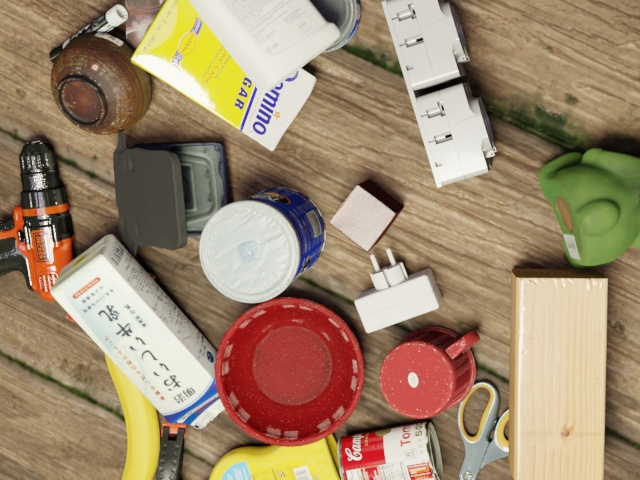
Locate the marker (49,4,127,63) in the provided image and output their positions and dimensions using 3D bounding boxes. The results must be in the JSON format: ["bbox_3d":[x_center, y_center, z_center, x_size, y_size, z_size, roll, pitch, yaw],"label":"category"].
[{"bbox_3d":[-0.256,-0.223,1.167,0.121,0.020,0.020,-23,94,36],"label":"marker"}]

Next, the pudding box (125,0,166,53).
[{"bbox_3d":[-0.153,-0.236,1.152,0.113,0.039,0.090,3,100,12],"label":"pudding box"}]

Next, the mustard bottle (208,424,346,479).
[{"bbox_3d":[-0.067,0.277,1.204,0.192,0.058,0.096,-20,98,14],"label":"mustard bottle"}]

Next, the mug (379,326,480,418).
[{"bbox_3d":[0.119,0.134,1.123,0.117,0.081,0.093,-38,80,17],"label":"mug"}]

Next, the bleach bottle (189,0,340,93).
[{"bbox_3d":[-0.095,-0.274,1.057,0.102,0.068,0.251,-39,96,-19],"label":"bleach bottle"}]

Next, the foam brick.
[{"bbox_3d":[0.050,-0.027,1.123,0.051,0.078,0.053,37,102,5],"label":"foam brick"}]

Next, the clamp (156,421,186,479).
[{"bbox_3d":[-0.176,0.295,1.222,0.039,0.120,0.171,10,79,-9],"label":"clamp"}]

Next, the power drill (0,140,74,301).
[{"bbox_3d":[-0.376,-0.016,1.224,0.188,0.057,0.184,-5,98,13],"label":"power drill"}]

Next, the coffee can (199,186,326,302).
[{"bbox_3d":[-0.057,0.001,1.117,0.103,0.140,0.103,2,99,11],"label":"coffee can"}]

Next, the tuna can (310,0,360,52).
[{"bbox_3d":[-0.001,-0.241,1.122,0.086,0.033,0.086,2,99,11],"label":"tuna can"}]

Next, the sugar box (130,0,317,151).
[{"bbox_3d":[-0.100,-0.178,1.113,0.176,0.048,0.093,31,94,-13],"label":"sugar box"}]

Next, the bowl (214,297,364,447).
[{"bbox_3d":[-0.033,0.141,1.169,0.162,0.055,0.162,0,92,2],"label":"bowl"}]

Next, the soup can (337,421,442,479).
[{"bbox_3d":[0.076,0.239,1.163,0.102,0.068,0.068,-12,96,13],"label":"soup can"}]

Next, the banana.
[{"bbox_3d":[-0.219,0.216,1.237,0.070,0.037,0.198,4,99,11],"label":"banana"}]

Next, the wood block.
[{"bbox_3d":[0.241,0.135,1.092,0.091,0.090,0.206,1,95,6],"label":"wood block"}]

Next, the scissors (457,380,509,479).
[{"bbox_3d":[0.182,0.253,1.170,0.096,0.016,0.202,8,100,11],"label":"scissors"}]
